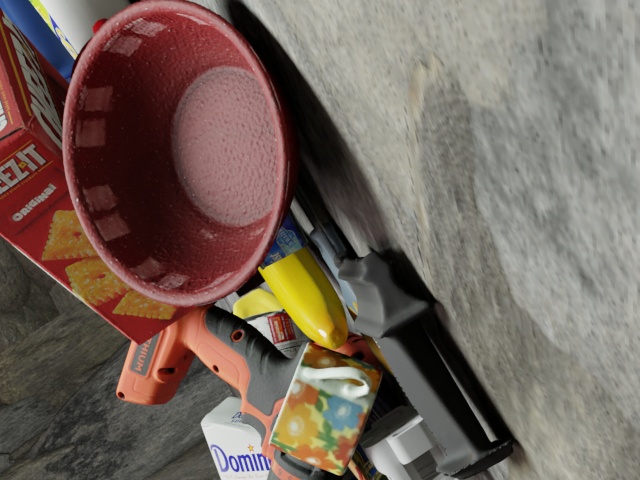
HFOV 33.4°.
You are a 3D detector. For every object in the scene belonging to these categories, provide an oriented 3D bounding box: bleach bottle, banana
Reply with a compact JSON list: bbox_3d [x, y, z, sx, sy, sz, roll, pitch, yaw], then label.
[{"bbox_3d":[-0.151,-0.137,0.807,0.251,0.068,0.103,57,171,-16],"label":"bleach bottle"},{"bbox_3d":[-0.033,0.004,0.727,0.198,0.037,0.069,55,-174,27],"label":"banana"}]

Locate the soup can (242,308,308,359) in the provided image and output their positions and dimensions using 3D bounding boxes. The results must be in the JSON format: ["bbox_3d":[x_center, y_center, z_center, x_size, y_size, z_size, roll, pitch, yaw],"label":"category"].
[{"bbox_3d":[-0.035,0.115,0.937,0.068,0.068,0.102,120,137,-78],"label":"soup can"}]

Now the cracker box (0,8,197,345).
[{"bbox_3d":[-0.177,-0.048,0.732,0.213,0.072,0.164,52,-175,-49],"label":"cracker box"}]

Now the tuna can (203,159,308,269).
[{"bbox_3d":[-0.041,-0.027,0.654,0.086,0.034,0.086,63,179,1],"label":"tuna can"}]

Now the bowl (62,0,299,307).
[{"bbox_3d":[-0.066,-0.048,0.577,0.162,0.055,0.162,8,104,35],"label":"bowl"}]

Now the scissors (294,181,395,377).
[{"bbox_3d":[0.008,0.011,0.659,0.202,0.016,0.096,57,172,12],"label":"scissors"}]

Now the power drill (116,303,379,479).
[{"bbox_3d":[-0.060,0.125,0.791,0.188,0.184,0.057,26,-167,23],"label":"power drill"}]

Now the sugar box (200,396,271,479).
[{"bbox_3d":[-0.031,0.218,0.879,0.094,0.048,0.176,0,118,43],"label":"sugar box"}]
